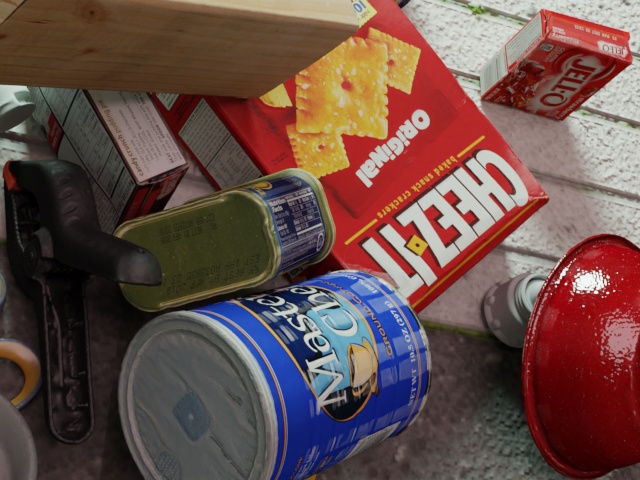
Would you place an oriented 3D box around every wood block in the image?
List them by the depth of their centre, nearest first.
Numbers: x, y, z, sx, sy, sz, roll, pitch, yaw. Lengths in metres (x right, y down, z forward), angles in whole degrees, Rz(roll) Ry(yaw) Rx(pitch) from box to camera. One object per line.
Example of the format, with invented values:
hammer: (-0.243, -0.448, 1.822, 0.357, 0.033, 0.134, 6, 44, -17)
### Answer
wood block: (-0.088, -0.131, 0.532, 0.205, 0.090, 0.091, -6, 74, -49)

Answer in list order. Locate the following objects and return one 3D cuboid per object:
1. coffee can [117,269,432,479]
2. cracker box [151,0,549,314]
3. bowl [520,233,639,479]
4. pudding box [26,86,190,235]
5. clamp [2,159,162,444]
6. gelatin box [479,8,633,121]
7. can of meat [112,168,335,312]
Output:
coffee can: (-0.021, 0.076, 0.566, 0.140, 0.103, 0.103, -12, 73, -51)
cracker box: (0.022, -0.059, 0.687, 0.164, 0.072, 0.214, -37, 87, -31)
bowl: (0.198, 0.077, 0.677, 0.161, 0.055, 0.162, -4, 96, -41)
pudding box: (-0.125, -0.065, 0.613, 0.039, 0.090, 0.113, -28, 81, -30)
clamp: (-0.139, 0.021, 0.569, 0.039, 0.120, 0.172, 13, 23, -37)
gelatin box: (0.168, -0.125, 0.770, 0.073, 0.089, 0.030, 12, 64, -20)
can of meat: (-0.054, 0.001, 0.592, 0.083, 0.102, 0.057, -25, 99, -68)
